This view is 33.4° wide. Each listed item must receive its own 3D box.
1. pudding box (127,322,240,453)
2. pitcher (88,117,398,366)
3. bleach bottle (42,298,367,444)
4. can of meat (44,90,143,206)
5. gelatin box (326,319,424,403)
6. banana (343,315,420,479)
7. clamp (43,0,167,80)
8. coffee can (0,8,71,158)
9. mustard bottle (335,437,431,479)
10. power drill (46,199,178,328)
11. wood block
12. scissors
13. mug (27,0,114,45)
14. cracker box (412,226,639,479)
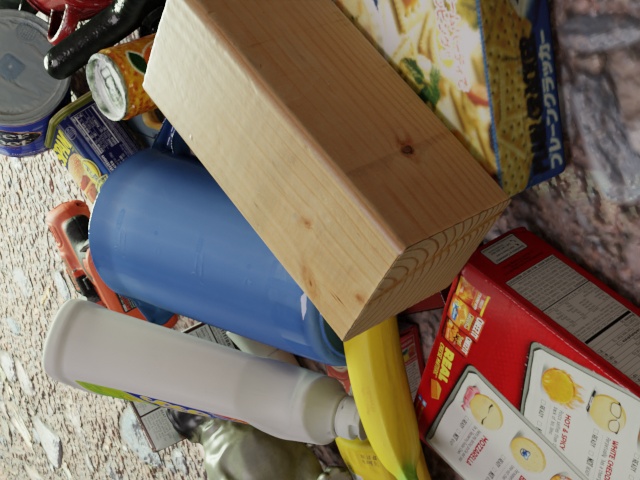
[{"bbox_3d":[-0.122,0.131,0.979,0.090,0.113,0.039,63,168,1],"label":"pudding box"},{"bbox_3d":[-0.055,0.001,0.815,0.243,0.145,0.149,17,148,41],"label":"pitcher"},{"bbox_3d":[-0.081,0.106,0.809,0.251,0.068,0.102,10,165,26],"label":"bleach bottle"},{"bbox_3d":[-0.203,-0.080,0.979,0.084,0.057,0.102,53,158,-1],"label":"can of meat"},{"bbox_3d":[0.040,0.094,0.826,0.089,0.030,0.073,12,120,47],"label":"gelatin box"},{"bbox_3d":[0.041,0.068,0.700,0.070,0.037,0.198,-7,95,65],"label":"banana"},{"bbox_3d":[-0.138,-0.177,0.811,0.039,0.120,0.172,53,140,2],"label":"clamp"},{"bbox_3d":[-0.281,-0.140,0.981,0.103,0.102,0.140,63,165,1],"label":"coffee can"},{"bbox_3d":[0.072,0.232,0.842,0.191,0.058,0.096,70,163,-9],"label":"mustard bottle"},{"bbox_3d":[-0.200,0.050,1.043,0.188,0.057,0.184,8,126,64],"label":"power drill"},{"bbox_3d":[-0.003,-0.059,0.616,0.206,0.090,0.090,51,141,19],"label":"wood block"},{"bbox_3d":[-0.164,-0.094,0.975,0.202,0.016,0.096,7,120,55],"label":"scissors"},{"bbox_3d":[-0.195,-0.212,0.849,0.082,0.093,0.117,16,89,64],"label":"mug"},{"bbox_3d":[0.164,0.117,0.652,0.214,0.072,0.164,39,138,28],"label":"cracker box"}]
